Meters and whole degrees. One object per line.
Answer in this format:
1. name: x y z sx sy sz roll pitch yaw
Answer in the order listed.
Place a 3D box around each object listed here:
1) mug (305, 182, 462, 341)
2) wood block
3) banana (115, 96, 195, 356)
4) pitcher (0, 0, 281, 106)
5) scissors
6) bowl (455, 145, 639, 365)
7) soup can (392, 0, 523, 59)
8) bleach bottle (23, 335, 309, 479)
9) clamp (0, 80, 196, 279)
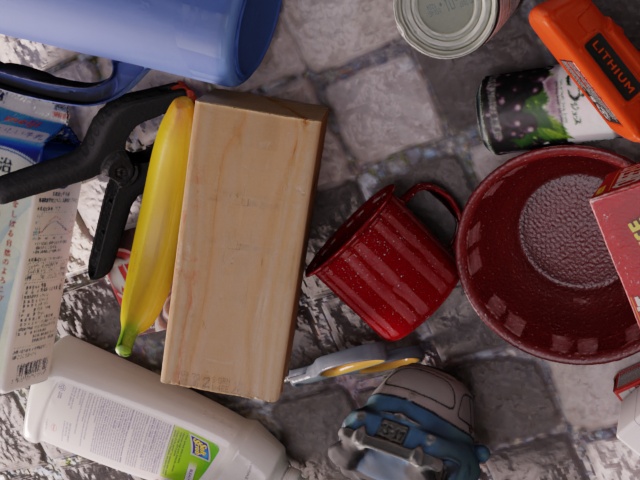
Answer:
1. mug: 0.057 0.011 0.784 0.081 0.093 0.117 44 84 -7
2. wood block: -0.054 0.001 0.784 0.090 0.090 0.206 10 104 2
3. banana: -0.119 -0.013 0.806 0.037 0.070 0.198 11 100 -14
4. pitcher: -0.156 -0.181 0.757 0.243 0.145 0.149 18 158 10
5. scissors: 0.005 0.108 0.870 0.202 0.096 0.016 -29 66 56
6. bowl: 0.178 0.004 0.744 0.162 0.055 0.162 8 115 18
7. soup can: 0.091 -0.159 0.682 0.069 0.102 0.068 8 115 18
8. bleach bottle: -0.132 0.175 0.935 0.251 0.068 0.103 22 119 8
9. clamp: -0.156 -0.049 0.827 0.171 0.039 0.120 -37 133 -2
